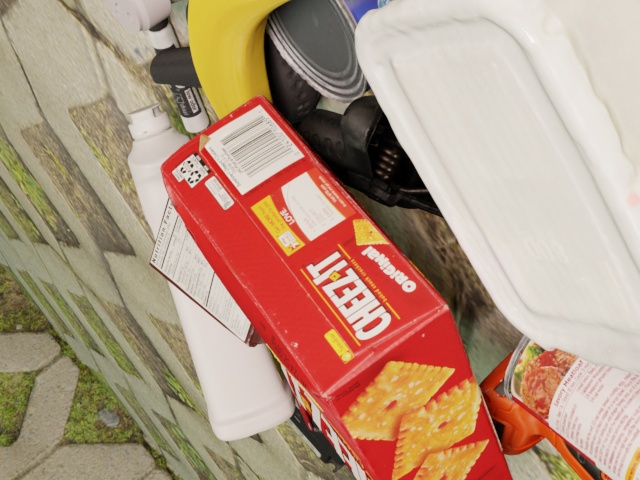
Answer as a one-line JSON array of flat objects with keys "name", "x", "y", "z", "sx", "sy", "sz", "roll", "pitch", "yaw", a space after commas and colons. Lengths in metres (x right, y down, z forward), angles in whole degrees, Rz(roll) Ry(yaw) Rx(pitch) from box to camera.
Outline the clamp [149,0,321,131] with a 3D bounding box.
[{"name": "clamp", "x": -0.035, "y": -0.088, "z": 0.636, "sx": 0.164, "sy": 0.036, "sz": 0.210, "roll": 45, "pitch": 161, "yaw": 2}]

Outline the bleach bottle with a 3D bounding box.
[{"name": "bleach bottle", "x": -0.091, "y": 0.019, "z": 0.813, "sx": 0.102, "sy": 0.068, "sz": 0.251, "roll": -120, "pitch": 11, "yaw": -76}]

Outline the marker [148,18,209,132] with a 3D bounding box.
[{"name": "marker", "x": -0.105, "y": -0.127, "z": 0.756, "sx": 0.020, "sy": 0.020, "sz": 0.121, "roll": 37, "pitch": 156, "yaw": 38}]

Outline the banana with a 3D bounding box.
[{"name": "banana", "x": -0.035, "y": -0.096, "z": 0.508, "sx": 0.069, "sy": 0.037, "sz": 0.198, "roll": 52, "pitch": 162, "yaw": 2}]

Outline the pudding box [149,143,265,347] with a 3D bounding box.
[{"name": "pudding box", "x": -0.054, "y": 0.001, "z": 0.671, "sx": 0.114, "sy": 0.039, "sz": 0.090, "roll": 36, "pitch": 117, "yaw": 39}]

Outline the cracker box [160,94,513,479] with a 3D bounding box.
[{"name": "cracker box", "x": 0.013, "y": 0.054, "z": 0.544, "sx": 0.164, "sy": 0.072, "sz": 0.213, "roll": 50, "pitch": 171, "yaw": 38}]

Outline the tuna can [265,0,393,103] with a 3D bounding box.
[{"name": "tuna can", "x": 0.005, "y": -0.110, "z": 0.505, "sx": 0.086, "sy": 0.033, "sz": 0.086, "roll": 45, "pitch": 160, "yaw": 21}]

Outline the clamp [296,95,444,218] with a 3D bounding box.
[{"name": "clamp", "x": 0.028, "y": -0.041, "z": 0.521, "sx": 0.120, "sy": 0.039, "sz": 0.172, "roll": 36, "pitch": 171, "yaw": -32}]
